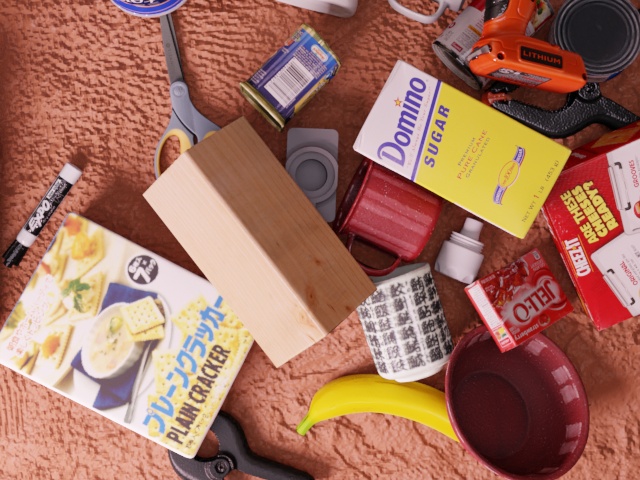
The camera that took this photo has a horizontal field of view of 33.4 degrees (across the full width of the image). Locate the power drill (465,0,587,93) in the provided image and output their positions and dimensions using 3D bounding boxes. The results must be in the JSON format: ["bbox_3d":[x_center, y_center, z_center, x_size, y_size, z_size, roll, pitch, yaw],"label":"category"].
[{"bbox_3d":[0.212,-0.234,0.974,0.184,0.057,0.187,9,83,-12],"label":"power drill"}]

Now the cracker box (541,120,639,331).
[{"bbox_3d":[0.330,-0.034,1.030,0.214,0.072,0.164,-24,102,6],"label":"cracker box"}]

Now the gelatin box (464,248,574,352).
[{"bbox_3d":[0.196,0.058,1.045,0.089,0.030,0.073,-25,81,-31],"label":"gelatin box"}]

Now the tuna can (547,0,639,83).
[{"bbox_3d":[0.263,-0.195,1.023,0.086,0.034,0.086,0,83,0],"label":"tuna can"}]

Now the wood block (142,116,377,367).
[{"bbox_3d":[-0.056,0.001,0.997,0.206,0.091,0.090,52,46,0],"label":"wood block"}]

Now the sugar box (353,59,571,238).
[{"bbox_3d":[0.127,-0.083,0.972,0.176,0.048,0.093,27,94,0],"label":"sugar box"}]

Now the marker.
[{"bbox_3d":[-0.278,-0.024,1.063,0.020,0.020,0.121,35,92,-3],"label":"marker"}]

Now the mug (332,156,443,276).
[{"bbox_3d":[0.063,-0.019,1.030,0.081,0.093,0.117,24,67,-7],"label":"mug"}]

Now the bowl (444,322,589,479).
[{"bbox_3d":[0.181,0.162,1.042,0.162,0.055,0.162,10,63,-20],"label":"bowl"}]

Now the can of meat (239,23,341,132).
[{"bbox_3d":[-0.028,-0.155,1.020,0.084,0.102,0.057,-45,93,-1],"label":"can of meat"}]

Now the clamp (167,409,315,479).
[{"bbox_3d":[-0.087,0.223,1.070,0.120,0.039,0.171,-32,91,-10],"label":"clamp"}]

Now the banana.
[{"bbox_3d":[0.076,0.169,1.073,0.198,0.037,0.070,6,121,1],"label":"banana"}]

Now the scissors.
[{"bbox_3d":[-0.121,-0.139,1.062,0.096,0.016,0.202,5,93,-3],"label":"scissors"}]

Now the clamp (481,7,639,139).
[{"bbox_3d":[0.267,-0.142,1.057,0.210,0.036,0.164,-14,93,-4],"label":"clamp"}]

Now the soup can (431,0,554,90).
[{"bbox_3d":[0.167,-0.205,1.037,0.068,0.068,0.102,44,92,-3],"label":"soup can"}]
